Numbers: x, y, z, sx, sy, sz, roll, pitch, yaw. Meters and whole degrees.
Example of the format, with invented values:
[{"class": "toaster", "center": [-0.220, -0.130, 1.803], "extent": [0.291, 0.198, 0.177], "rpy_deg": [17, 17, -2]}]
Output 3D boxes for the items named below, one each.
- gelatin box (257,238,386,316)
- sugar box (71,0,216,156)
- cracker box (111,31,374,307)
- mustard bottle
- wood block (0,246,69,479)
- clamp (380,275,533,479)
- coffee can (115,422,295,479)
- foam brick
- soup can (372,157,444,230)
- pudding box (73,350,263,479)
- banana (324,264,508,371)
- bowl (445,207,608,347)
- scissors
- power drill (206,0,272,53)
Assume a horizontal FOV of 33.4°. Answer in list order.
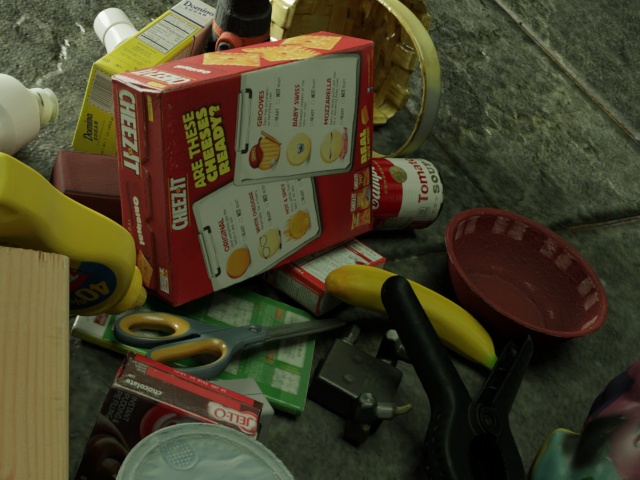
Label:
[{"class": "gelatin box", "center": [0.001, 0.022, 0.897], "extent": [0.073, 0.030, 0.089], "rpy_deg": [32, 35, 27]}, {"class": "sugar box", "center": [-0.153, -0.147, 0.958], "extent": [0.048, 0.093, 0.176], "rpy_deg": [28, 37, 2]}, {"class": "cracker box", "center": [-0.053, -0.063, 0.826], "extent": [0.213, 0.164, 0.072], "rpy_deg": [-21, 30, -40]}, {"class": "mustard bottle", "center": [-0.180, 0.007, 0.712], "extent": [0.191, 0.096, 0.058], "rpy_deg": [38, 42, -53]}, {"class": "wood block", "center": [-0.197, 0.110, 0.607], "extent": [0.090, 0.090, 0.206], "rpy_deg": [9, 51, -24]}, {"class": "clamp", "center": [0.120, 0.137, 0.804], "extent": [0.164, 0.036, 0.210], "rpy_deg": [17, 54, -38]}, {"class": "coffee can", "center": [-0.078, 0.182, 0.581], "extent": [0.102, 0.140, 0.103], "rpy_deg": [16, 39, -14]}, {"class": "foam brick", "center": [-0.174, -0.033, 0.846], "extent": [0.078, 0.053, 0.051], "rpy_deg": [5, 43, -28]}, {"class": "soup can", "center": [0.055, -0.043, 0.982], "extent": [0.102, 0.069, 0.068], "rpy_deg": [-1, 46, -33]}, {"class": "pudding box", "center": [-0.096, 0.130, 0.652], "extent": [0.090, 0.114, 0.039], "rpy_deg": [23, 34, -6]}, {"class": "banana", "center": [0.078, 0.057, 0.874], "extent": [0.197, 0.037, 0.070], "rpy_deg": [27, 8, -26]}, {"class": "bowl", "center": [0.174, 0.043, 0.960], "extent": [0.162, 0.055, 0.162], "rpy_deg": [17, 37, -14]}, {"class": "scissors", "center": [-0.070, 0.065, 0.792], "extent": [0.096, 0.016, 0.201], "rpy_deg": [23, 20, 26]}, {"class": "power drill", "center": [-0.094, -0.142, 0.929], "extent": [0.057, 0.185, 0.187], "rpy_deg": [20, 46, 8]}]
